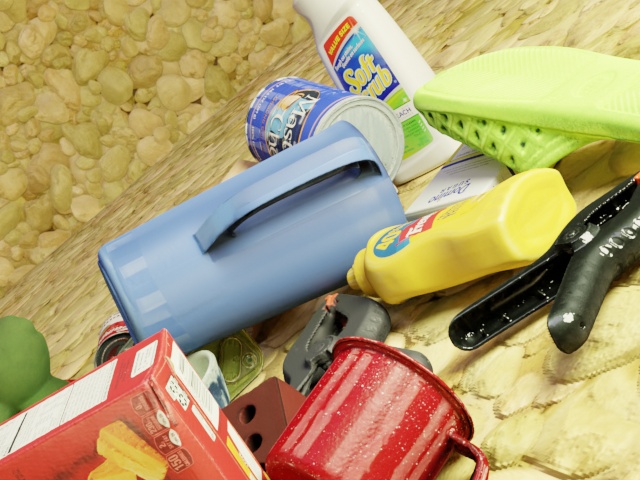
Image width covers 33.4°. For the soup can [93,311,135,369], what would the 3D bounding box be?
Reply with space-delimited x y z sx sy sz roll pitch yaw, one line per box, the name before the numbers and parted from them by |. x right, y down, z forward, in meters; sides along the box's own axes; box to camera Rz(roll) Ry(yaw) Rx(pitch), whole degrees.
soup can | -0.212 0.120 1.174 0.068 0.068 0.102 -39 14 0

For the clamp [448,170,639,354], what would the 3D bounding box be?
clamp | 0.154 0.014 0.657 0.171 0.039 0.120 -40 18 -31

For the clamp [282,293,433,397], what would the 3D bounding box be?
clamp | 0.017 0.088 0.771 0.165 0.036 0.210 -33 16 22

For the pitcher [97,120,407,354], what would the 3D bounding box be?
pitcher | -0.056 0.001 0.882 0.242 0.149 0.145 -26 27 -13

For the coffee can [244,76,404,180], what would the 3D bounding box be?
coffee can | 0.002 -0.102 1.054 0.102 0.102 0.140 -42 32 -13

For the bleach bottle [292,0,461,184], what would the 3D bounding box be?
bleach bottle | 0.046 -0.181 1.083 0.103 0.250 0.068 -26 19 42

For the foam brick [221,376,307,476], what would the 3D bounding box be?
foam brick | -0.027 0.133 0.654 0.053 0.051 0.078 -35 43 17

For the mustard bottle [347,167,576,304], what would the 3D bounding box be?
mustard bottle | 0.089 0.006 0.790 0.192 0.058 0.096 -23 11 46

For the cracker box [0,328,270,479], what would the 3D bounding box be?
cracker box | -0.130 0.174 0.575 0.214 0.164 0.072 -30 15 6

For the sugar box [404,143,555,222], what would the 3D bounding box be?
sugar box | 0.154 -0.069 0.895 0.094 0.048 0.176 -13 32 53

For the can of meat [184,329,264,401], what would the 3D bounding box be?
can of meat | -0.109 0.119 0.950 0.102 0.057 0.084 -43 12 -18

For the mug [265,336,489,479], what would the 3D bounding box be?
mug | 0.033 0.116 0.573 0.117 0.093 0.081 21 59 31
